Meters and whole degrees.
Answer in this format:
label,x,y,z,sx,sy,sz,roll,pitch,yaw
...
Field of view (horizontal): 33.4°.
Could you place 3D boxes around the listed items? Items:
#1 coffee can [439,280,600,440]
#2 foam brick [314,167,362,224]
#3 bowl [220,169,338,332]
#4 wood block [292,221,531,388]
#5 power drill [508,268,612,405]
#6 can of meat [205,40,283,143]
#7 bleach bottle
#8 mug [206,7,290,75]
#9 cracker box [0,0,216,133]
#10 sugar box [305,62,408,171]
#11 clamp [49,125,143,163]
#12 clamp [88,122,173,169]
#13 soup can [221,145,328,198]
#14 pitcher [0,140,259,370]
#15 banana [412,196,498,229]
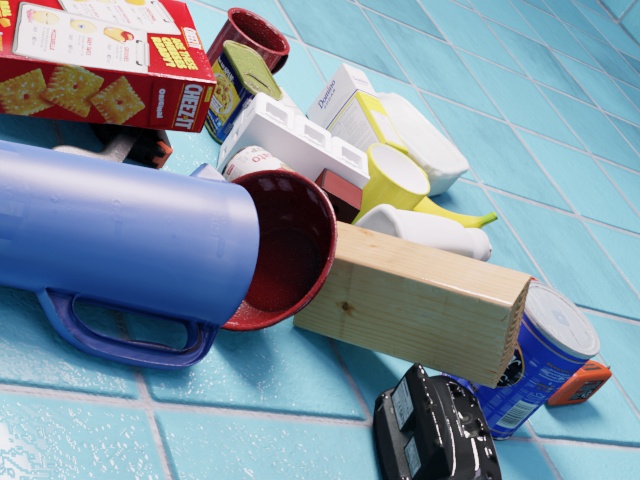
label,x,y,z,sx,sy,sz,roll,pitch,yaw
coffee can,0.206,0.126,1.117,0.102,0.140,0.103,29,29,-18
foam brick,0.004,-0.030,1.180,0.053,0.078,0.051,30,29,-11
bowl,-0.050,0.017,0.995,0.162,0.162,0.055,58,7,33
wood block,0.089,0.059,1.040,0.206,0.091,0.090,16,23,18
power drill,0.252,0.110,1.284,0.184,0.057,0.188,4,43,-47
can of meat,-0.100,-0.170,1.260,0.057,0.084,0.102,12,37,-41
bleach bottle,0.129,0.009,1.243,0.250,0.103,0.068,0,56,-50
mug,-0.091,-0.237,1.374,0.117,0.082,0.093,1,45,-49
cracker box,-0.227,-0.185,1.059,0.213,0.072,0.164,4,39,-24
sugar box,0.045,-0.141,1.379,0.048,0.093,0.176,19,33,-33
clamp,-0.194,-0.041,0.998,0.164,0.036,0.209,56,35,9
clamp,-0.229,-0.138,1.110,0.171,0.039,0.120,46,46,12
soup can,-0.050,-0.049,1.132,0.102,0.068,0.068,37,24,30
pitcher,-0.181,0.004,0.872,0.242,0.145,0.149,12,25,-34
banana,0.137,-0.052,1.384,0.198,0.069,0.037,37,-8,31
